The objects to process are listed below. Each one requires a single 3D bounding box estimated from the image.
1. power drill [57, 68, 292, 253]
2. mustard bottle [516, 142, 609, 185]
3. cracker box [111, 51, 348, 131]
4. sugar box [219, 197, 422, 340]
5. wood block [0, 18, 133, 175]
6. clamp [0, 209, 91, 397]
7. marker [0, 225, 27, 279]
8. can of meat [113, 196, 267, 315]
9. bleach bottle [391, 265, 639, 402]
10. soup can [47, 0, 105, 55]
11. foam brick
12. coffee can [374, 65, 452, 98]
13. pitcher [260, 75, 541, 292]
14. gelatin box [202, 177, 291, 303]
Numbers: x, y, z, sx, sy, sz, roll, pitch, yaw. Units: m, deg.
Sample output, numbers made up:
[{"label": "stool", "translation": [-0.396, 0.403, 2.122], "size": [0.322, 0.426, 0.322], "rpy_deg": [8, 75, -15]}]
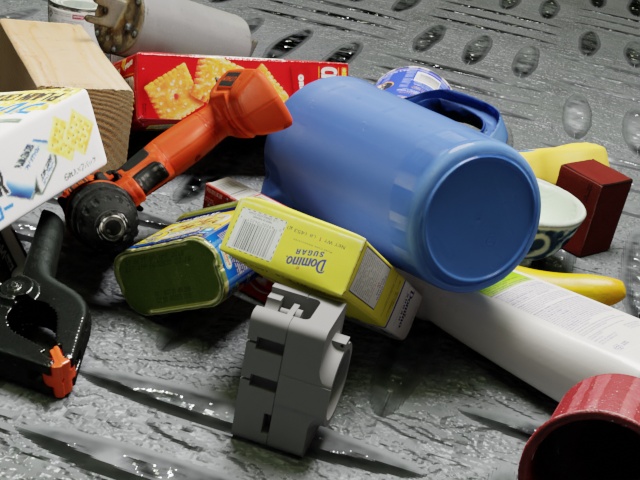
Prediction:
[{"label": "power drill", "translation": [-0.116, -0.061, 0.822], "size": [0.187, 0.057, 0.185], "rpy_deg": [-35, 18, -10]}, {"label": "mustard bottle", "translation": [0.191, -0.063, 1.071], "size": [0.191, 0.058, 0.096], "rpy_deg": [-7, -5, -31]}, {"label": "cracker box", "translation": [-0.101, -0.144, 1.079], "size": [0.213, 0.072, 0.164], "rpy_deg": [0, 3, -23]}, {"label": "sugar box", "translation": [0.006, 0.024, 0.745], "size": [0.093, 0.048, 0.176], "rpy_deg": [21, -10, 22]}, {"label": "wood block", "translation": [-0.255, -0.140, 1.039], "size": [0.090, 0.091, 0.206], "rpy_deg": [-1, 27, -26]}, {"label": "clamp", "translation": [-0.198, 0.037, 0.722], "size": [0.120, 0.039, 0.172], "rpy_deg": [-32, 52, -28]}, {"label": "marker", "translation": [-0.237, 0.006, 0.816], "size": [0.020, 0.020, 0.121], "rpy_deg": [-3, 28, -28]}, {"label": "can of meat", "translation": [-0.088, 0.013, 0.783], "size": [0.102, 0.057, 0.083], "rpy_deg": [-11, 14, 34]}, {"label": "bleach bottle", "translation": [0.152, 0.059, 0.814], "size": [0.102, 0.068, 0.251], "rpy_deg": [-11, 30, -44]}, {"label": "soup can", "translation": [-0.270, -0.214, 1.177], "size": [0.068, 0.102, 0.068], "rpy_deg": [9, 24, -4]}, {"label": "foam brick", "translation": [0.256, -0.032, 1.031], "size": [0.051, 0.078, 0.053], "rpy_deg": [-11, 34, -40]}, {"label": "coffee can", "translation": [0.087, -0.116, 1.113], "size": [0.103, 0.103, 0.140], "rpy_deg": [14, 24, 7]}, {"label": "pitcher", "translation": [0.067, -0.051, 0.820], "size": [0.144, 0.149, 0.243], "rpy_deg": [15, 9, -28]}, {"label": "gelatin box", "translation": [-0.055, 0.001, 0.836], "size": [0.089, 0.073, 0.030], "rpy_deg": [28, 30, 31]}]
